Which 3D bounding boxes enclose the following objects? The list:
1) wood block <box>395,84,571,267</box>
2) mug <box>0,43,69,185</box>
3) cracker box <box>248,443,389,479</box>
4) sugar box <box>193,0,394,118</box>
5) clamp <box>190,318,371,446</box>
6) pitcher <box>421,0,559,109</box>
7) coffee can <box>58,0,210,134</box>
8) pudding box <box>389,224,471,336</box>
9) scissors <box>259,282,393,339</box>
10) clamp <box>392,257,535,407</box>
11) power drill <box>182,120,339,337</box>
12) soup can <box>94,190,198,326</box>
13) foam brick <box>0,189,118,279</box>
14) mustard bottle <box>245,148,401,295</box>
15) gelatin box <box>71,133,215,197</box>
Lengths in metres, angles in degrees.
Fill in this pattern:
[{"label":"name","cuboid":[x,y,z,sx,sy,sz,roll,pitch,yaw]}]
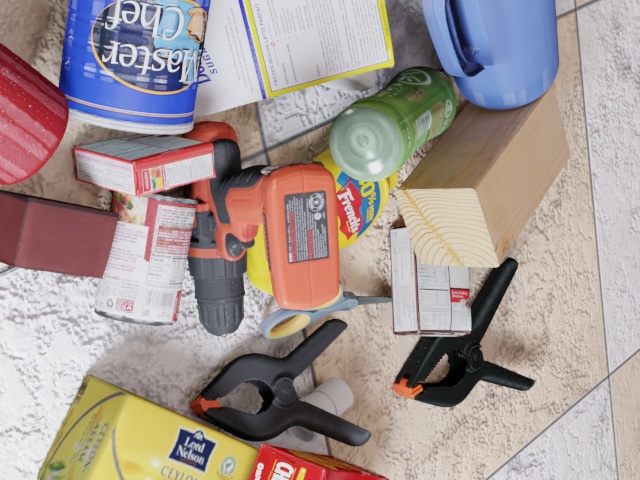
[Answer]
[{"label":"wood block","cuboid":[0.169,-0.069,1.080,0.205,0.090,0.091,-49,128,-41]},{"label":"mug","cuboid":[-0.235,-0.082,0.726,0.117,0.093,0.081,-42,137,9]},{"label":"cracker box","cuboid":[-0.016,0.278,0.970,0.164,0.072,0.213,-69,157,-7]},{"label":"sugar box","cuboid":[-0.034,-0.167,0.863,0.176,0.048,0.093,-14,113,-2]},{"label":"clamp","cuboid":[-0.030,0.147,0.971,0.171,0.039,0.120,-16,75,-27]},{"label":"pitcher","cuboid":[0.155,-0.229,1.006,0.149,0.145,0.242,-27,142,1]},{"label":"coffee can","cuboid":[-0.133,-0.157,0.774,0.102,0.103,0.140,-4,112,-44]},{"label":"pudding box","cuboid":[0.114,0.042,1.102,0.089,0.039,0.113,6,78,-44]},{"label":"scissors","cuboid":[0.007,0.069,1.027,0.096,0.016,0.201,-38,158,11]},{"label":"clamp","cuboid":[0.166,0.133,1.186,0.209,0.036,0.164,-32,114,-33]},{"label":"power drill","cuboid":[-0.056,0.001,0.842,0.057,0.188,0.184,-11,104,-30]},{"label":"soup can","cuboid":[-0.138,0.012,0.845,0.068,0.069,0.102,7,95,-45]},{"label":"foam brick","cuboid":[-0.200,-0.004,0.793,0.078,0.053,0.051,11,91,-44]},{"label":"mustard bottle","cuboid":[0.008,-0.033,0.984,0.191,0.058,0.096,-34,130,-35]},{"label":"gelatin box","cuboid":[-0.136,-0.059,0.817,0.073,0.089,0.030,-18,112,-40]}]
